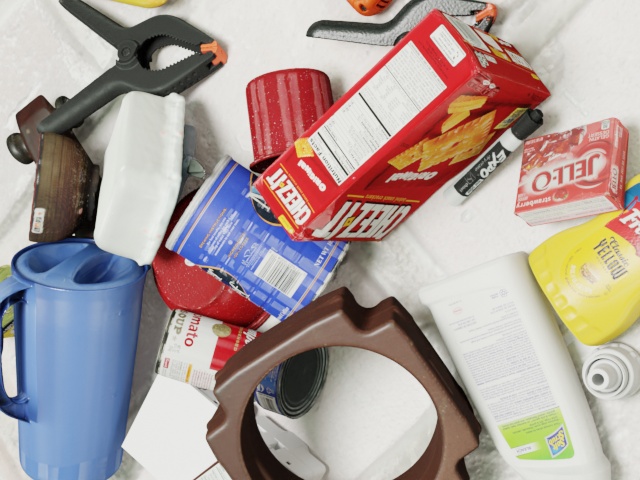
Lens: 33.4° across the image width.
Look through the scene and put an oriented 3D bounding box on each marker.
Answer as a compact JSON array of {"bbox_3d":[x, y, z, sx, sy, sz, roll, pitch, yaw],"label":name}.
[{"bbox_3d":[0.150,-0.072,0.925,0.121,0.020,0.020,-47,69,39],"label":"marker"}]

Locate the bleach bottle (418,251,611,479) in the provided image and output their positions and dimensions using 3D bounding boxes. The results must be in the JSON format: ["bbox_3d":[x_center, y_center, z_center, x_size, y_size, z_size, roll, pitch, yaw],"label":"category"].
[{"bbox_3d":[0.175,0.141,0.911,0.103,0.068,0.251,-24,82,31],"label":"bleach bottle"}]

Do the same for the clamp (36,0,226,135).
[{"bbox_3d":[-0.199,-0.197,1.115,0.210,0.036,0.164,-8,71,17],"label":"clamp"}]

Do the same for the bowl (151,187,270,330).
[{"bbox_3d":[-0.116,0.022,1.076,0.162,0.055,0.162,1,91,29],"label":"bowl"}]

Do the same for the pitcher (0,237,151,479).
[{"bbox_3d":[-0.260,0.129,1.090,0.149,0.145,0.243,6,110,-4],"label":"pitcher"}]

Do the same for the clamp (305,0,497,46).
[{"bbox_3d":[0.081,-0.161,0.962,0.172,0.039,0.120,-14,105,20],"label":"clamp"}]

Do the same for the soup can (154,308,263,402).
[{"bbox_3d":[-0.103,0.111,1.039,0.102,0.068,0.068,16,100,-2],"label":"soup can"}]

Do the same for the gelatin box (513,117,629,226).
[{"bbox_3d":[0.207,-0.055,0.877,0.089,0.030,0.073,-12,55,43],"label":"gelatin box"}]

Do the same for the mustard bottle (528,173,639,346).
[{"bbox_3d":[0.268,-0.003,0.855,0.192,0.058,0.096,-39,65,24],"label":"mustard bottle"}]

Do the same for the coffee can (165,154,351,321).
[{"bbox_3d":[-0.056,0.001,0.984,0.140,0.102,0.103,33,109,-3],"label":"coffee can"}]

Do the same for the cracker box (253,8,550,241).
[{"bbox_3d":[0.072,-0.086,0.904,0.214,0.163,0.072,-42,69,23],"label":"cracker box"}]

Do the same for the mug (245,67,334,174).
[{"bbox_3d":[-0.031,-0.110,1.014,0.117,0.093,0.081,154,110,-64],"label":"mug"}]

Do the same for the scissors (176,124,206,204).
[{"bbox_3d":[-0.133,-0.056,1.029,0.016,0.202,0.096,15,109,-16],"label":"scissors"}]

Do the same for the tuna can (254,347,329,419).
[{"bbox_3d":[-0.028,0.123,1.011,0.034,0.086,0.086,13,98,30],"label":"tuna can"}]
